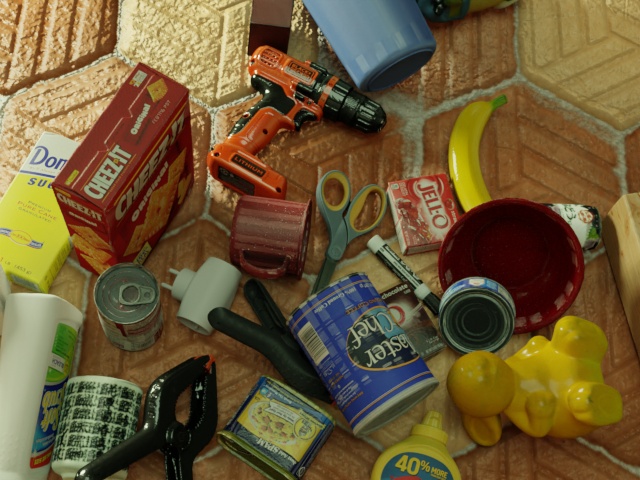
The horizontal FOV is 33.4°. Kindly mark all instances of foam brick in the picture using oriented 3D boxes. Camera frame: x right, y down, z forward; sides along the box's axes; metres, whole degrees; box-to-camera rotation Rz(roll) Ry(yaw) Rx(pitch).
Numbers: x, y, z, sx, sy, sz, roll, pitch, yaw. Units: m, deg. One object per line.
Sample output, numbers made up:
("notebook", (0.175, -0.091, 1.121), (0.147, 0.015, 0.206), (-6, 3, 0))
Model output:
("foam brick", (-0.062, -0.267, 1.322), (0.051, 0.078, 0.053), (7, 67, -4))

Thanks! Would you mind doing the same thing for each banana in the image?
("banana", (0.188, -0.092, 1.283), (0.070, 0.037, 0.198), (-4, 66, 20))

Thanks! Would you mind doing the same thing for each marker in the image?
("marker", (0.101, 0.042, 1.236), (0.020, 0.020, 0.121), (-39, 75, -19))

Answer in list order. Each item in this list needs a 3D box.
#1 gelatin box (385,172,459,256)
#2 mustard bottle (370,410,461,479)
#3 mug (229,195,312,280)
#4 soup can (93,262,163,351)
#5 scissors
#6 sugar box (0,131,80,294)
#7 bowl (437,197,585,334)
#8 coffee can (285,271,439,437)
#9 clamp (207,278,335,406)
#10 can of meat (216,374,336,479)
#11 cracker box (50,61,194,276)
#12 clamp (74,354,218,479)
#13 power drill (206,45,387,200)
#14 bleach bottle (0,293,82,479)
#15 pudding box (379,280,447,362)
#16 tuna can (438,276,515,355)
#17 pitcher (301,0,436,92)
("gelatin box", (0.123, -0.032, 1.263), (0.073, 0.030, 0.089), (-10, 68, -9))
("mustard bottle", (0.096, 0.270, 1.117), (0.096, 0.058, 0.191), (18, 66, 2))
("mug", (-0.058, 0.001, 1.197), (0.081, 0.093, 0.117), (8, 42, 3))
("soup can", (-0.204, 0.074, 1.150), (0.068, 0.102, 0.068), (2, 67, -4))
("scissors", (0.005, -0.003, 1.230), (0.096, 0.016, 0.201), (42, 62, -4))
("sugar box", (-0.314, -0.034, 1.217), (0.093, 0.048, 0.176), (22, 68, 5))
("bowl", (0.215, 0.023, 1.209), (0.162, 0.055, 0.162), (3, 109, 9))
("coffee can", (0.043, 0.118, 1.112), (0.102, 0.103, 0.140), (-28, 72, -16))
("clamp", (-0.040, 0.109, 1.171), (0.171, 0.039, 0.120), (40, 29, -5))
("can of meat", (-0.046, 0.203, 1.134), (0.102, 0.057, 0.083), (32, 66, 9))
("cracker box", (-0.202, -0.062, 1.147), (0.072, 0.214, 0.164), (27, 67, 6))
("clamp", (-0.151, 0.215, 1.108), (0.164, 0.036, 0.209), (53, 45, -28))
("power drill", (-0.035, -0.129, 1.278), (0.184, 0.057, 0.187), (27, 65, 9))
("bleach bottle", (-0.302, 0.186, 1.106), (0.068, 0.102, 0.251), (2, 73, 6))
("pudding box", (0.070, 0.110, 1.193), (0.113, 0.039, 0.090), (-25, 72, -14))
("tuna can", (0.174, 0.086, 1.188), (0.086, 0.033, 0.086), (3, 109, 9))
("pitcher", (0.043, -0.307, 1.304), (0.149, 0.145, 0.243), (-24, 79, -28))
